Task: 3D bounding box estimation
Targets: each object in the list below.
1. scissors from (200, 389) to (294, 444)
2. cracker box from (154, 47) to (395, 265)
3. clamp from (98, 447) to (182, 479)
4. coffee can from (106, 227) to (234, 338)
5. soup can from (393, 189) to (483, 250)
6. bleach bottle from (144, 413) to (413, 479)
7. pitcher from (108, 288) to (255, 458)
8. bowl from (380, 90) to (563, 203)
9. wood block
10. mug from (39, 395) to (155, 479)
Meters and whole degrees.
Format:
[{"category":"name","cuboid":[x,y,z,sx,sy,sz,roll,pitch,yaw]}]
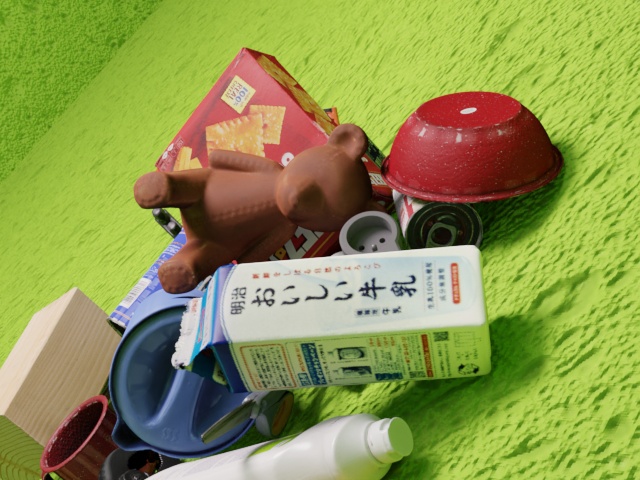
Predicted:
[{"category":"scissors","cuboid":[-0.054,0.146,0.867,0.201,0.016,0.096,-42,-32,-58]},{"category":"cracker box","cuboid":[-0.048,-0.061,1.069,0.164,0.214,0.072,-49,-22,20]},{"category":"clamp","cuboid":[-0.177,0.229,0.961,0.171,0.120,0.039,-98,21,-67]},{"category":"coffee can","cuboid":[-0.155,0.066,1.194,0.140,0.102,0.103,-52,23,-17]},{"category":"soup can","cuboid":[0.103,-0.028,0.961,0.068,0.068,0.102,-38,23,15]},{"category":"bleach bottle","cuboid":[-0.040,0.184,0.816,0.251,0.068,0.102,-26,-3,35]},{"category":"pitcher","cuboid":[-0.121,0.103,1.010,0.243,0.149,0.145,-153,62,-79]},{"category":"bowl","cuboid":[0.131,-0.090,0.937,0.162,0.055,0.162,-6,27,3]},{"category":"wood block","cuboid":[-0.305,0.162,1.194,0.090,0.090,0.206,-31,25,31]},{"category":"mug","cuboid":[-0.228,0.223,1.072,0.117,0.081,0.093,-38,23,16]}]
